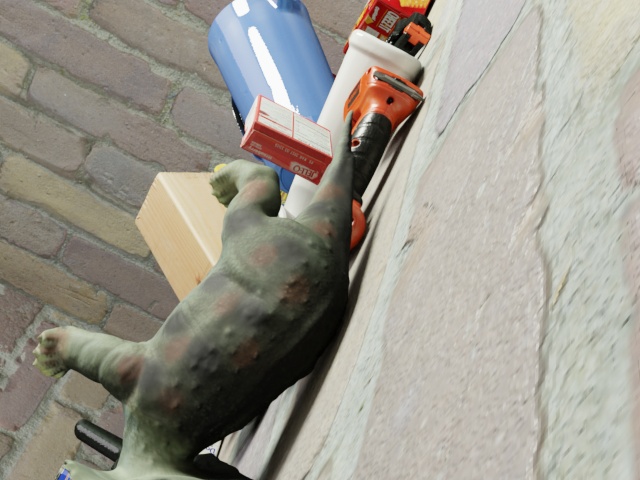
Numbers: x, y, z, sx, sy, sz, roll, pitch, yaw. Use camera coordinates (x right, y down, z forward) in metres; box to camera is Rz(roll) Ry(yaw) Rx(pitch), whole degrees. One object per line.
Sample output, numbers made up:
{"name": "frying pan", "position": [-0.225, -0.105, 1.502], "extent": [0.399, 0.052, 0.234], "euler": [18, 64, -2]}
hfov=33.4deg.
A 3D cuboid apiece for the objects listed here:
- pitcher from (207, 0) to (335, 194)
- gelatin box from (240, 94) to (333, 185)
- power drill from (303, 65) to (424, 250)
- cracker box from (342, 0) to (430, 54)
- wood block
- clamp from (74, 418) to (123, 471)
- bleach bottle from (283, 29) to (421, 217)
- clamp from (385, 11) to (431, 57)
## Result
{"name": "pitcher", "position": [-0.043, -0.164, 1.268], "extent": [0.145, 0.149, 0.243], "euler": [-26, 55, 6]}
{"name": "gelatin box", "position": [-0.028, -0.086, 0.911], "extent": [0.030, 0.073, 0.089], "euler": [-61, 11, 19]}
{"name": "power drill", "position": [0.020, -0.050, 0.960], "extent": [0.187, 0.057, 0.185], "euler": [-67, 10, -20]}
{"name": "cracker box", "position": [0.121, -0.349, 1.415], "extent": [0.213, 0.072, 0.164], "euler": [-63, 6, -20]}
{"name": "wood block", "position": [-0.139, 0.017, 1.324], "extent": [0.206, 0.090, 0.091], "euler": [56, 130, 32]}
{"name": "clamp", "position": [-0.193, 0.259, 1.256], "extent": [0.210, 0.164, 0.036], "euler": [-142, 55, -63]}
{"name": "bleach bottle", "position": [0.015, -0.083, 1.081], "extent": [0.251, 0.068, 0.102], "euler": [-63, -14, 10]}
{"name": "clamp", "position": [0.085, -0.212, 1.236], "extent": [0.120, 0.039, 0.171], "euler": [-64, 5, 2]}
